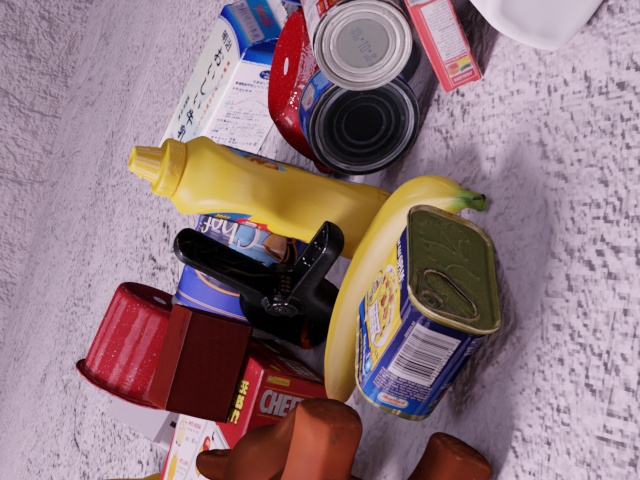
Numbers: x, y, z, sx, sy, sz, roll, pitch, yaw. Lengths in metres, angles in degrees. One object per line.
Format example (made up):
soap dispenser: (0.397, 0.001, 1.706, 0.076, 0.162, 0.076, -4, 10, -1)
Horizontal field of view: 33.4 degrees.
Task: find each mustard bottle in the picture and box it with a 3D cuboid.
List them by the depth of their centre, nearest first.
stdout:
mustard bottle: (-0.045, -0.034, 0.771, 0.096, 0.191, 0.058, 20, 94, 69)

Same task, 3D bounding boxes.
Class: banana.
banana: (0.044, 0.024, 0.726, 0.069, 0.037, 0.198, -100, 33, -51)

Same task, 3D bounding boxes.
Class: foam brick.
foam brick: (-0.090, 0.092, 0.801, 0.053, 0.051, 0.078, 9, 82, 67)

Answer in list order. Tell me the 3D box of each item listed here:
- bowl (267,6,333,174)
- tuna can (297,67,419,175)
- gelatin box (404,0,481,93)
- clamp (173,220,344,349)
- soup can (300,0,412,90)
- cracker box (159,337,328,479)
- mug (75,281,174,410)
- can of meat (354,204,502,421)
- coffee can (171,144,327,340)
bowl: (-0.005, -0.139, 0.886, 0.162, 0.055, 0.162, -171, 90, -72)
tuna can: (0.028, -0.091, 0.777, 0.086, 0.086, 0.034, -64, 25, 25)
gelatin box: (0.076, -0.155, 0.723, 0.030, 0.073, 0.089, -22, 39, 10)
clamp: (-0.019, 0.033, 0.784, 0.120, 0.171, 0.039, -2, 63, 24)
soup can: (0.023, -0.155, 0.732, 0.102, 0.068, 0.069, -100, 32, -55)
cracker box: (-0.070, 0.189, 0.847, 0.164, 0.072, 0.214, 23, 96, 68)
mug: (-0.144, 0.088, 0.920, 0.093, 0.117, 0.081, 27, 96, 25)
can of meat: (0.060, 0.043, 0.633, 0.102, 0.057, 0.084, -85, 19, -53)
coffee can: (-0.056, 0.001, 0.897, 0.103, 0.102, 0.140, 30, 103, 68)
